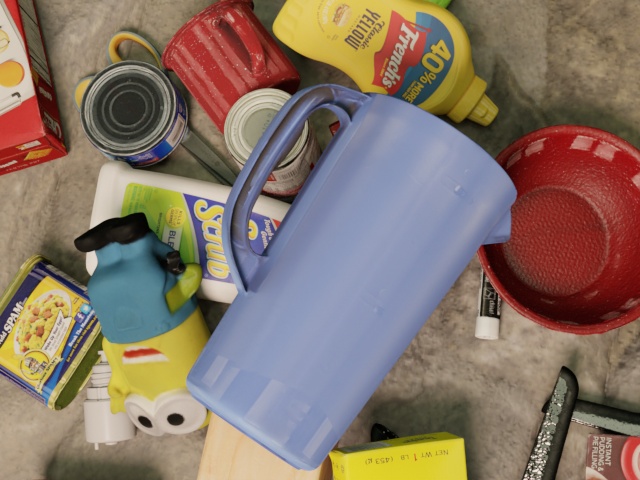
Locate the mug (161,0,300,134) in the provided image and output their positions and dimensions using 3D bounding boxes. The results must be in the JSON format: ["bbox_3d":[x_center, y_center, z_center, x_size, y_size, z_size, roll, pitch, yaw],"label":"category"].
[{"bbox_3d":[-0.068,-0.144,0.869,0.093,0.117,0.081,-33,80,-22],"label":"mug"}]

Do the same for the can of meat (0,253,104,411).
[{"bbox_3d":[-0.220,0.076,0.866,0.084,0.057,0.102,31,83,10],"label":"can of meat"}]

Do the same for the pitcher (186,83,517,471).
[{"bbox_3d":[0.009,0.023,0.727,0.149,0.145,0.242,30,80,25],"label":"pitcher"}]

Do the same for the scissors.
[{"bbox_3d":[-0.141,-0.089,0.914,0.096,0.016,0.202,-31,76,1],"label":"scissors"}]

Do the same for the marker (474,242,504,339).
[{"bbox_3d":[0.138,0.018,0.854,0.020,0.020,0.121,5,78,8],"label":"marker"}]

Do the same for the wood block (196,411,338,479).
[{"bbox_3d":[-0.051,0.228,0.794,0.090,0.091,0.206,10,79,9],"label":"wood block"}]

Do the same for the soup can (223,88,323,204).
[{"bbox_3d":[-0.035,-0.073,0.852,0.068,0.102,0.068,-1,78,7],"label":"soup can"}]

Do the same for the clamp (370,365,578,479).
[{"bbox_3d":[0.147,0.204,0.793,0.165,0.036,0.210,-27,77,16],"label":"clamp"}]

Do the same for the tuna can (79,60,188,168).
[{"bbox_3d":[-0.156,-0.106,0.892,0.086,0.033,0.086,-2,78,8],"label":"tuna can"}]

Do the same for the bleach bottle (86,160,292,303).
[{"bbox_3d":[-0.056,0.001,0.859,0.251,0.068,0.102,7,85,7],"label":"bleach bottle"}]

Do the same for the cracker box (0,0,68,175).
[{"bbox_3d":[-0.323,-0.155,0.923,0.164,0.072,0.214,-16,77,4],"label":"cracker box"}]

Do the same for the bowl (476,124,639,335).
[{"bbox_3d":[0.190,-0.005,0.825,0.162,0.055,0.162,1,79,-6],"label":"bowl"}]

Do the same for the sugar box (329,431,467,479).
[{"bbox_3d":[0.062,0.232,0.761,0.093,0.048,0.176,-5,86,-14],"label":"sugar box"}]

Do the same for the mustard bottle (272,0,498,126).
[{"bbox_3d":[0.063,-0.154,0.865,0.191,0.058,0.096,35,108,-6],"label":"mustard bottle"}]
